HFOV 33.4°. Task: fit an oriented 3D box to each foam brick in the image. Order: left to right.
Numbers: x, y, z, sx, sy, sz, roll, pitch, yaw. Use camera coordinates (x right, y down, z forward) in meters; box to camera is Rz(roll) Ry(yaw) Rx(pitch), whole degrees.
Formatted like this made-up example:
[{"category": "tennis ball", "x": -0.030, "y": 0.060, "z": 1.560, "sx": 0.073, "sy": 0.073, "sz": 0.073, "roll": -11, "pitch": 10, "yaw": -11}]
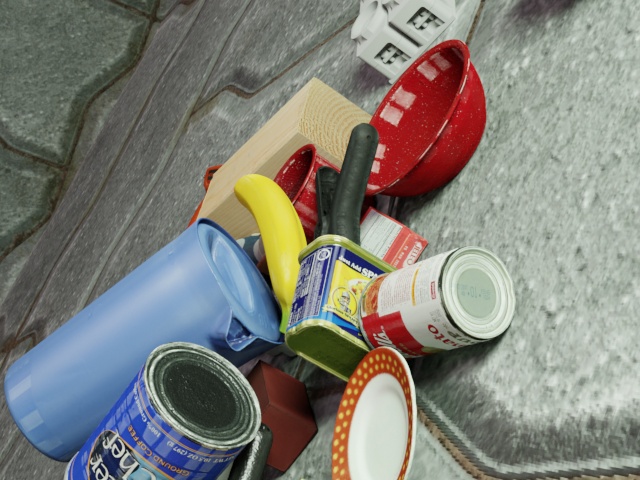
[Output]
[{"category": "foam brick", "x": -0.042, "y": 0.152, "z": 0.925, "sx": 0.053, "sy": 0.051, "sz": 0.078, "roll": -54, "pitch": 21, "yaw": 13}]

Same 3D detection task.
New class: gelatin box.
[{"category": "gelatin box", "x": 0.050, "y": 0.015, "z": 0.938, "sx": 0.073, "sy": 0.030, "sz": 0.089, "roll": -57, "pitch": 23, "yaw": 2}]

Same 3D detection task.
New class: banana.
[{"category": "banana", "x": -0.046, "y": -0.009, "z": 0.971, "sx": 0.070, "sy": 0.037, "sz": 0.198, "roll": -54, "pitch": 36, "yaw": 30}]

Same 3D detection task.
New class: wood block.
[{"category": "wood block", "x": -0.040, "y": -0.074, "z": 1.182, "sx": 0.206, "sy": 0.090, "sz": 0.090, "roll": -38, "pitch": 27, "yaw": 43}]

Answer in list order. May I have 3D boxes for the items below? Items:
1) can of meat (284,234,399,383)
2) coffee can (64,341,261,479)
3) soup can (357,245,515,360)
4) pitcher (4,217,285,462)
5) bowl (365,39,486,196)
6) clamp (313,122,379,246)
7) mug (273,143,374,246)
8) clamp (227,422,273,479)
[{"category": "can of meat", "x": 0.025, "y": 0.058, "z": 0.835, "sx": 0.058, "sy": 0.102, "sz": 0.084, "roll": -36, "pitch": 32, "yaw": 44}, {"category": "coffee can", "x": -0.126, "y": 0.164, "z": 0.845, "sx": 0.140, "sy": 0.102, "sz": 0.103, "roll": -51, "pitch": 21, "yaw": 29}, {"category": "soup can", "x": 0.082, "y": 0.046, "z": 0.767, "sx": 0.102, "sy": 0.068, "sz": 0.068, "roll": -24, "pitch": 39, "yaw": 56}, {"category": "pitcher", "x": -0.162, "y": 0.091, "z": 0.973, "sx": 0.243, "sy": 0.145, "sz": 0.149, "roll": -33, "pitch": -14, "yaw": 11}, {"category": "bowl", "x": 0.097, "y": -0.097, "z": 0.951, "sx": 0.162, "sy": 0.055, "sz": 0.162, "roll": -47, "pitch": 23, "yaw": 27}, {"category": "clamp", "x": 0.012, "y": -0.009, "z": 0.934, "sx": 0.120, "sy": 0.039, "sz": 0.171, "roll": 140, "pitch": 142, "yaw": -76}, {"category": "mug", "x": -0.004, "y": -0.038, "z": 1.062, "sx": 0.093, "sy": 0.081, "sz": 0.117, "roll": -57, "pitch": 21, "yaw": 3}, {"category": "clamp", "x": -0.078, "y": 0.245, "z": 0.813, "sx": 0.210, "sy": 0.036, "sz": 0.165, "roll": -87, "pitch": 17, "yaw": -72}]
